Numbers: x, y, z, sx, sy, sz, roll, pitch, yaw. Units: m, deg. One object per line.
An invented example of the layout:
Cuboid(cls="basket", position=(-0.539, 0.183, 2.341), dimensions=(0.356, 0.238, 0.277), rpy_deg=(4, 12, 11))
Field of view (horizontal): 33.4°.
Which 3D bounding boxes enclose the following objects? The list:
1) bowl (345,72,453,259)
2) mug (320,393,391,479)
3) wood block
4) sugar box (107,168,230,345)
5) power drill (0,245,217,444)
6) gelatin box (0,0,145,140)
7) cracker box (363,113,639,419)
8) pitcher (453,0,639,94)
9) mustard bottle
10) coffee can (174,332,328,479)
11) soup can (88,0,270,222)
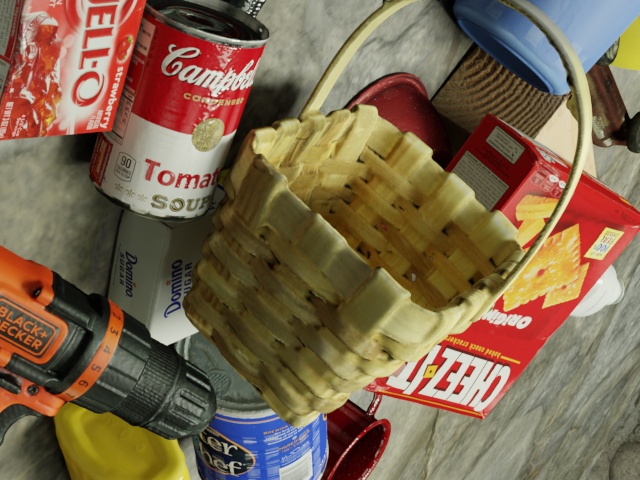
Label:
Cuboid(cls="bowl", position=(0.052, -0.042, 0.805), dimensions=(0.161, 0.055, 0.162), rpy_deg=(-40, 149, -30))
Cuboid(cls="mug", position=(0.008, 0.162, 0.928), dimensions=(0.117, 0.082, 0.093), rpy_deg=(-59, 154, 6))
Cuboid(cls="wood block", position=(0.173, -0.081, 0.924), dimensions=(0.090, 0.091, 0.206), rpy_deg=(-50, 154, -6))
Cuboid(cls="sugar box", position=(-0.055, 0.001, 0.682), dimensions=(0.175, 0.048, 0.093), rpy_deg=(-18, 133, -47))
Cuboid(cls="power drill", position=(-0.164, 0.100, 0.512), dimensions=(0.184, 0.057, 0.187), rpy_deg=(35, 89, -26))
Cuboid(cls="gelatin box", position=(-0.118, -0.091, 0.484), dimensions=(0.073, 0.030, 0.089), rpy_deg=(-15, 132, -54))
Cuboid(cls="cracker box", position=(0.128, 0.030, 0.815), dimensions=(0.163, 0.072, 0.214), rpy_deg=(21, 110, -45))
Cuboid(cls="pitcher", position=(0.211, -0.227, 0.760), dimensions=(0.243, 0.145, 0.149), rpy_deg=(-52, 151, 6))
Cuboid(cls="mustard bottle", position=(-0.123, 0.184, 0.711), dimensions=(0.058, 0.096, 0.192), rpy_deg=(-40, 149, -32))
Cuboid(cls="coffee can", position=(-0.046, 0.115, 0.761), dimensions=(0.102, 0.103, 0.140), rpy_deg=(-41, 150, -28))
Cuboid(cls="soup can", position=(-0.074, -0.069, 0.544), dimensions=(0.068, 0.069, 0.102), rpy_deg=(-15, 133, -54))
